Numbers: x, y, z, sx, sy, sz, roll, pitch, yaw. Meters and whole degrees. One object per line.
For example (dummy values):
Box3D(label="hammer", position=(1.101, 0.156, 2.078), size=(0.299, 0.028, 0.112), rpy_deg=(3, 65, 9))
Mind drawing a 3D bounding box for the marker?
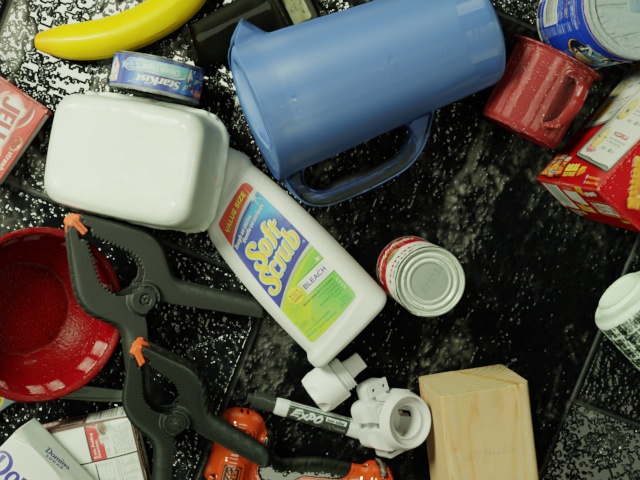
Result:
Box3D(label="marker", position=(-0.015, 0.173, 1.065), size=(0.121, 0.020, 0.020), rpy_deg=(17, 93, -8))

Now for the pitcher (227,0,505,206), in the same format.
Box3D(label="pitcher", position=(0.047, -0.148, 0.994), size=(0.242, 0.149, 0.145), rpy_deg=(-21, 56, -7))

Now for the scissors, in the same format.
Box3D(label="scissors", position=(-0.277, 0.126, 1.035), size=(0.201, 0.016, 0.096), rpy_deg=(-9, 96, -5))

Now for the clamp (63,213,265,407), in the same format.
Box3D(label="clamp", position=(-0.171, 0.063, 0.998), size=(0.210, 0.036, 0.164), rpy_deg=(44, 77, -23))

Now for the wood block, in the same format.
Box3D(label="wood block", position=(0.161, 0.237, 1.054), size=(0.090, 0.091, 0.206), rpy_deg=(-8, 95, -6))

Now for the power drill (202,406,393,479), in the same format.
Box3D(label="power drill", position=(-0.031, 0.269, 1.053), size=(0.187, 0.057, 0.184), rpy_deg=(13, 97, -8))

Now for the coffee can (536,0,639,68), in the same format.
Box3D(label="coffee can", position=(0.274, -0.216, 1.001), size=(0.102, 0.140, 0.103), rpy_deg=(-1, 95, -6))

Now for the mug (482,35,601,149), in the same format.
Box3D(label="mug", position=(0.213, -0.137, 1.018), size=(0.093, 0.117, 0.081), rpy_deg=(24, 97, -27))

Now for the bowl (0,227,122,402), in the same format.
Box3D(label="bowl", position=(-0.268, 0.066, 0.994), size=(0.161, 0.055, 0.162), rpy_deg=(-3, 95, -31))

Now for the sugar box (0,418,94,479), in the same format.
Box3D(label="sugar box", position=(-0.301, 0.260, 1.002), size=(0.093, 0.048, 0.176), rpy_deg=(45, 107, 1))

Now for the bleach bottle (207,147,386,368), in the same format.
Box3D(label="bleach bottle", position=(-0.057, 0.001, 1.025), size=(0.251, 0.068, 0.102), rpy_deg=(44, 99, -4))

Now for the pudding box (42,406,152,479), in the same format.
Box3D(label="pudding box", position=(-0.226, 0.217, 1.037), size=(0.113, 0.039, 0.090), rpy_deg=(-12, 99, -2))

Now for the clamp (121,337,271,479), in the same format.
Box3D(label="clamp", position=(-0.139, 0.174, 0.989), size=(0.120, 0.039, 0.171), rpy_deg=(-36, 100, -5))

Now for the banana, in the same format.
Box3D(label="banana", position=(-0.172, -0.216, 1.008), size=(0.197, 0.037, 0.070), rpy_deg=(-34, 72, -5))

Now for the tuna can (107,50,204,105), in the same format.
Box3D(label="tuna can", position=(-0.151, -0.150, 0.989), size=(0.086, 0.086, 0.034), rpy_deg=(11, 92, -7))

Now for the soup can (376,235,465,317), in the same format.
Box3D(label="soup can", position=(0.095, 0.034, 1.023), size=(0.068, 0.102, 0.068), rpy_deg=(-1, 95, -6))

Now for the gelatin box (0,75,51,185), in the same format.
Box3D(label="gelatin box", position=(-0.309, -0.107, 1.003), size=(0.073, 0.030, 0.089), rpy_deg=(35, 91, -8))
